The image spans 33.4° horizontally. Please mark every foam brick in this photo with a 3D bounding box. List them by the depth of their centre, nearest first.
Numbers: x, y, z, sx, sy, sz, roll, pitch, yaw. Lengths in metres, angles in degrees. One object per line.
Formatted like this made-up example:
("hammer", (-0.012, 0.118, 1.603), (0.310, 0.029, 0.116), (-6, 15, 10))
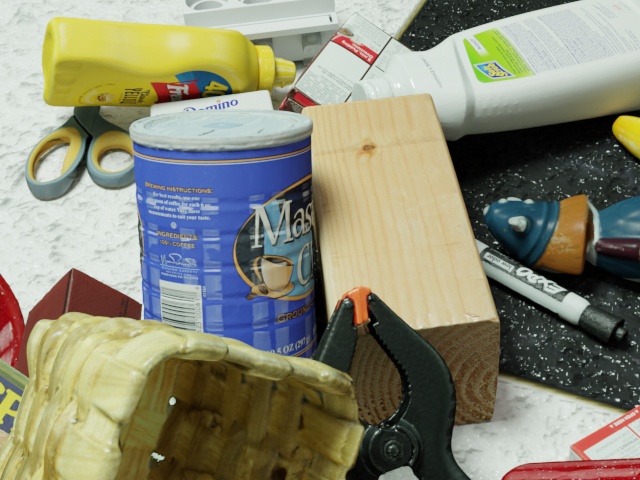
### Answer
("foam brick", (-0.142, 0.067, 0.626), (0.053, 0.051, 0.078), (32, 34, -28))

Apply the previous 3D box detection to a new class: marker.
("marker", (0.140, 0.032, 0.677), (0.121, 0.020, 0.020), (31, 53, 31))

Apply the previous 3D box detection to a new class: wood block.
("wood block", (0.044, 0.008, 0.660), (0.091, 0.090, 0.206), (-7, 43, -1))

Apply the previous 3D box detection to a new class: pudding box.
("pudding box", (0.033, -0.110, 0.801), (0.090, 0.039, 0.113), (34, 52, -1))

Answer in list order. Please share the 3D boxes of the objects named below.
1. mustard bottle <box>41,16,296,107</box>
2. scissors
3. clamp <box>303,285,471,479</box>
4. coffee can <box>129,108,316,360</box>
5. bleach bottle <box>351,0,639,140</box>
("mustard bottle", (-0.112, -0.132, 0.815), (0.191, 0.096, 0.058), (-1, 76, -19))
("scissors", (-0.169, -0.101, 0.847), (0.096, 0.016, 0.201), (7, 44, 10))
("clamp", (0.026, 0.111, 0.533), (0.120, 0.039, 0.171), (-20, 85, -14))
("coffee can", (-0.054, 0.001, 0.616), (0.103, 0.140, 0.103), (-1, 15, 0))
("bleach bottle", (0.138, -0.125, 0.784), (0.250, 0.068, 0.103), (-12, 46, -20))
